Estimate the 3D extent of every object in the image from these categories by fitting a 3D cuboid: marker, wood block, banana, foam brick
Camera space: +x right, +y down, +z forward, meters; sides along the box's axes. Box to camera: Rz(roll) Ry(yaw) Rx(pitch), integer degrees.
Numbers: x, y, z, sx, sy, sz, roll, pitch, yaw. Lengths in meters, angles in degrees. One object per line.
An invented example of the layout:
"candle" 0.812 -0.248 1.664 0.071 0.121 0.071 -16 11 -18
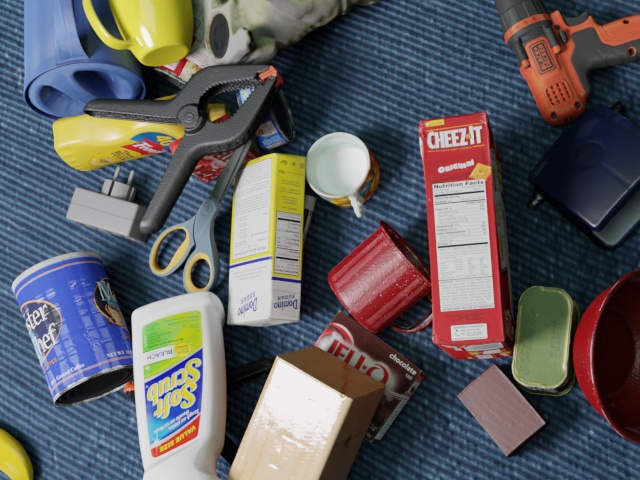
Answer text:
"marker" -0.028 0.010 1.158 0.020 0.020 0.121 12 84 18
"wood block" -0.026 0.219 1.054 0.090 0.090 0.206 27 102 22
"banana" -0.401 0.236 1.215 0.198 0.037 0.069 17 84 18
"foam brick" 0.179 0.167 1.050 0.051 0.053 0.078 -41 71 5

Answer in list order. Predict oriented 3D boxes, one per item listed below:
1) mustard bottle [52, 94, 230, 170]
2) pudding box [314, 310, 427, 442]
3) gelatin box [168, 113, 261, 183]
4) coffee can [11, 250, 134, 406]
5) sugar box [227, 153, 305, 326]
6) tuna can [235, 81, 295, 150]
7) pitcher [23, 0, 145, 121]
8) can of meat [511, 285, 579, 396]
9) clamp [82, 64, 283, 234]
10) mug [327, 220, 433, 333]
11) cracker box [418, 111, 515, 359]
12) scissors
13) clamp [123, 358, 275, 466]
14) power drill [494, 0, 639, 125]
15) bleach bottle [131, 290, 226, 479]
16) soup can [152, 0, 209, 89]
"mustard bottle" -0.192 -0.124 1.190 0.192 0.096 0.058 -11 77 14
"pudding box" 0.039 0.140 1.103 0.114 0.039 0.090 35 91 20
"gelatin box" -0.114 -0.098 1.166 0.073 0.089 0.030 -25 74 10
"coffee can" -0.265 0.096 1.167 0.103 0.102 0.140 -27 74 10
"sugar box" -0.057 0.001 1.133 0.094 0.048 0.176 -12 75 57
"tuna can" -0.059 -0.142 1.161 0.034 0.086 0.086 -19 75 13
"pitcher" -0.277 -0.270 1.211 0.149 0.144 0.243 -27 63 39
"can of meat" 0.218 0.097 1.035 0.057 0.084 0.102 4 81 17
"clamp" -0.130 -0.111 1.104 0.210 0.036 0.164 -23 75 7
"mug" 0.070 0.048 1.094 0.081 0.093 0.117 -42 108 10
"cracker box" 0.143 0.003 1.033 0.072 0.164 0.214 -6 78 13
"scissors" -0.112 -0.017 1.157 0.202 0.016 0.096 -43 78 25
"clamp" -0.126 0.166 1.148 0.172 0.039 0.120 17 68 20
"power drill" 0.282 -0.232 1.094 0.188 0.057 0.184 -23 78 14
"bleach bottle" -0.134 0.175 1.076 0.102 0.068 0.251 -14 52 2
"soup can" -0.136 -0.221 1.207 0.068 0.068 0.102 28 88 19
